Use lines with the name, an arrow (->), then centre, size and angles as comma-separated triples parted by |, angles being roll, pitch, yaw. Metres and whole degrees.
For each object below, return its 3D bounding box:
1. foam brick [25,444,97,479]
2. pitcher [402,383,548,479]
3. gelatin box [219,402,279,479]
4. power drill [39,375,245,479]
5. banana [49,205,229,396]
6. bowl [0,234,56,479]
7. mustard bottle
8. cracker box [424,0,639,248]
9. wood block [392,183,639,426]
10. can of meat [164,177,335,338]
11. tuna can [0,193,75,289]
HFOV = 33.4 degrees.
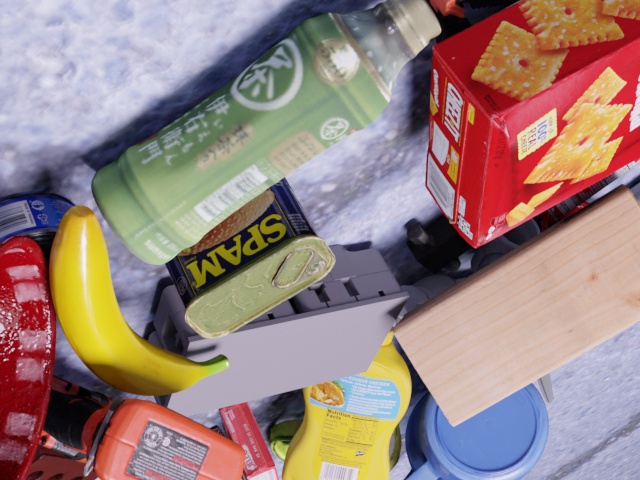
foam brick -> -0.216, 0.167, 0.843 | 0.053, 0.051, 0.078 | -40, 147, 16
pitcher -> 0.142, 0.193, 1.030 | 0.145, 0.149, 0.243 | 6, 166, 6
gelatin box -> -0.064, 0.200, 0.992 | 0.030, 0.073, 0.089 | -22, 149, -9
power drill -> -0.137, 0.139, 0.735 | 0.184, 0.188, 0.057 | 31, 72, -38
banana -> -0.127, 0.053, 0.678 | 0.069, 0.037, 0.197 | -48, 143, -12
bowl -> -0.198, 0.074, 0.593 | 0.055, 0.162, 0.162 | 5, 145, 3
mustard bottle -> 0.029, 0.143, 0.954 | 0.096, 0.058, 0.192 | 12, 106, -2
cracker box -> 0.174, -0.099, 0.683 | 0.213, 0.072, 0.164 | -28, 154, -10
wood block -> 0.170, 0.048, 0.833 | 0.206, 0.090, 0.090 | -33, 177, 14
can of meat -> -0.055, 0.001, 0.701 | 0.102, 0.084, 0.057 | -31, 149, 3
tuna can -> -0.182, 0.011, 0.661 | 0.086, 0.034, 0.086 | -21, 148, -14
